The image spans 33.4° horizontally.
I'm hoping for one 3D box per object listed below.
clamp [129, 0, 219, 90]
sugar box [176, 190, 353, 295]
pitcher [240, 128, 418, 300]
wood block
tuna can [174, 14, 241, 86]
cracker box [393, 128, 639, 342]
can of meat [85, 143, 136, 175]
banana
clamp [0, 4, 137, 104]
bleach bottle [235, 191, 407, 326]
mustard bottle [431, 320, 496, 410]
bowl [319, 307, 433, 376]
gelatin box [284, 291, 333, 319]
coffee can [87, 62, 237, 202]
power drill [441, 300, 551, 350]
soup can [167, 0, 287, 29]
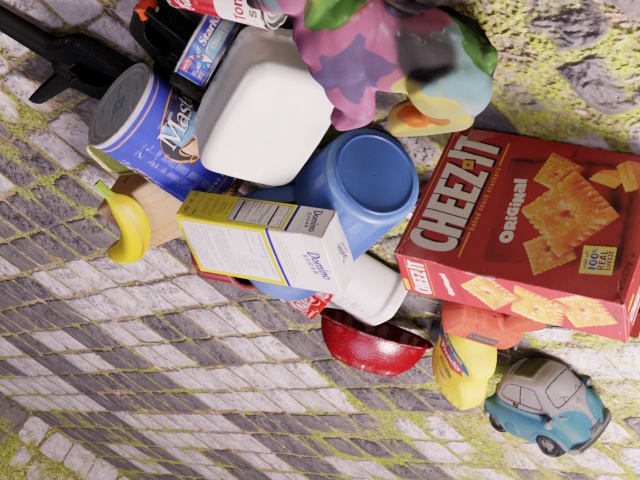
[{"bbox_3d":[-0.159,-0.197,1.124,0.120,0.039,0.171,5,149,30],"label":"clamp"},{"bbox_3d":[-0.057,0.001,1.115,0.176,0.048,0.093,7,141,25],"label":"sugar box"},{"bbox_3d":[-0.004,-0.029,1.174,0.145,0.149,0.243,49,148,-2],"label":"pitcher"},{"bbox_3d":[-0.184,-0.065,1.326,0.090,0.090,0.207,39,152,-21],"label":"wood block"},{"bbox_3d":[-0.106,-0.192,1.029,0.033,0.086,0.086,30,154,-9],"label":"tuna can"},{"bbox_3d":[0.197,-0.013,0.978,0.214,0.164,0.072,13,149,26],"label":"cracker box"},{"bbox_3d":[-0.213,-0.128,1.247,0.102,0.084,0.057,-3,141,46],"label":"can of meat"},{"bbox_3d":[-0.243,-0.012,1.337,0.070,0.037,0.198,41,155,14],"label":"banana"},{"bbox_3d":[-0.293,-0.200,1.245,0.210,0.036,0.164,17,152,19],"label":"clamp"},{"bbox_3d":[-0.015,0.012,1.337,0.250,0.068,0.103,34,158,-9],"label":"bleach bottle"},{"bbox_3d":[0.185,0.139,1.353,0.058,0.096,0.192,-17,152,-11],"label":"mustard bottle"},{"bbox_3d":[0.065,0.139,1.414,0.162,0.055,0.162,17,-176,-1],"label":"bowl"},{"bbox_3d":[-0.024,0.060,1.325,0.073,0.030,0.089,34,159,-3],"label":"gelatin box"},{"bbox_3d":[-0.163,-0.110,1.150,0.140,0.102,0.103,34,154,-32],"label":"coffee can"},{"bbox_3d":[0.217,0.070,1.177,0.184,0.057,0.188,19,159,-26],"label":"power drill"},{"bbox_3d":[-0.080,-0.231,0.954,0.102,0.068,0.068,18,152,19],"label":"soup can"}]
